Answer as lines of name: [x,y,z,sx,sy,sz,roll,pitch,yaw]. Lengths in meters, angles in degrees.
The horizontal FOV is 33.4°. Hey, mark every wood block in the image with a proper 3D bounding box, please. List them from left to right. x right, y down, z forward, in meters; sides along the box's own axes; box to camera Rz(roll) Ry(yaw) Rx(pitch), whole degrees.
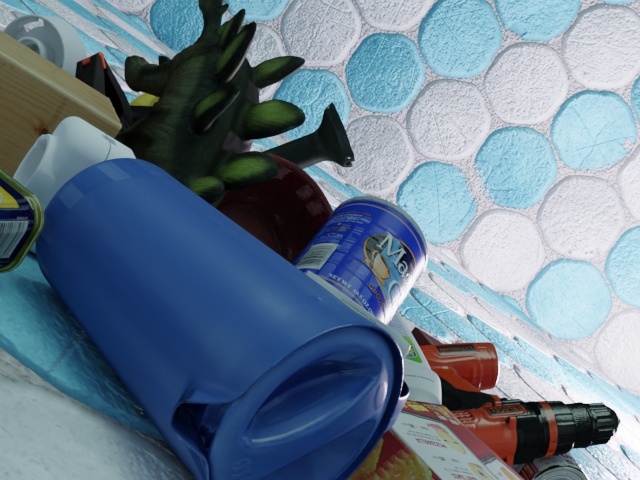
wood block: [-0.279,-0.123,0.873,0.205,0.091,0.090,32,10,-29]

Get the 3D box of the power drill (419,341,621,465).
power drill: [0.175,0.157,1.052,0.184,0.057,0.188,-1,15,-15]

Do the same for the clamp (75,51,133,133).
clamp: [-0.202,-0.098,1.021,0.120,0.039,0.171,-20,88,-81]

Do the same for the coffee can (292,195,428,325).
coffee can: [0.024,0.039,0.957,0.103,0.103,0.140,37,43,2]

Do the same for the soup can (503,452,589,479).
soup can: [0.215,0.225,1.037,0.068,0.068,0.102,34,9,-15]

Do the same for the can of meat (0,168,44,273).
can of meat: [-0.229,-0.024,0.631,0.102,0.057,0.083,37,10,11]

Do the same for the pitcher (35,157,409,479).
pitcher: [-0.066,0.048,0.655,0.243,0.145,0.149,39,-22,39]

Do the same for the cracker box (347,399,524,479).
cracker box: [0.104,0.197,0.717,0.214,0.072,0.164,42,10,31]

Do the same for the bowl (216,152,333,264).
bowl: [-0.057,0.001,1.018,0.162,0.162,0.055,32,-33,-31]
